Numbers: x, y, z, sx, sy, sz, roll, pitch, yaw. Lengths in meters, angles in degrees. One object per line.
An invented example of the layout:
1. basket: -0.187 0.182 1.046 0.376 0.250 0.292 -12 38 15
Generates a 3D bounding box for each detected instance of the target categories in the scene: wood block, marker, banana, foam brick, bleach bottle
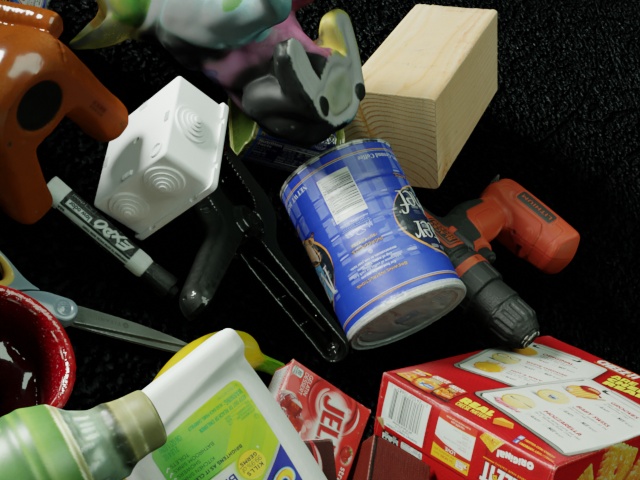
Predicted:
1. wood block: 0.099 -0.143 1.015 0.090 0.091 0.205 9 36 21
2. marker: -0.150 0.000 0.771 0.121 0.020 0.020 41 41 -6
3. banana: -0.086 0.115 0.717 0.069 0.037 0.197 44 41 -2
4. foam brick: 0.039 0.189 0.751 0.051 0.053 0.078 30 44 -18
5. bleach bottle: -0.017 0.180 0.621 0.102 0.068 0.251 -38 92 -17

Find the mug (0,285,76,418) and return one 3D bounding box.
1. mug: -0.192 0.093 0.613 0.117 0.082 0.093 48 41 2

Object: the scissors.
1. scissors: -0.184 0.058 0.699 0.201 0.016 0.096 32 44 -16

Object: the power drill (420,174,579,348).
1. power drill: 0.156 0.012 0.958 0.185 0.057 0.187 44 35 24

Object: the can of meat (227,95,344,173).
1. can of meat: -0.032 -0.107 0.925 0.083 0.058 0.102 12 50 -25

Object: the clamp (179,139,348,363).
1. clamp: -0.055 0.001 0.823 0.164 0.036 0.210 29 31 -40

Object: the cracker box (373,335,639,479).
1. cracker box: 0.172 0.145 0.823 0.213 0.072 0.164 -5 21 -42

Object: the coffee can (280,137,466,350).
1. coffee can: 0.041 0.003 0.863 0.102 0.103 0.140 -6 62 -42

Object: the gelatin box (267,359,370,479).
1. gelatin box: -0.011 0.140 0.750 0.073 0.030 0.089 36 55 -16
